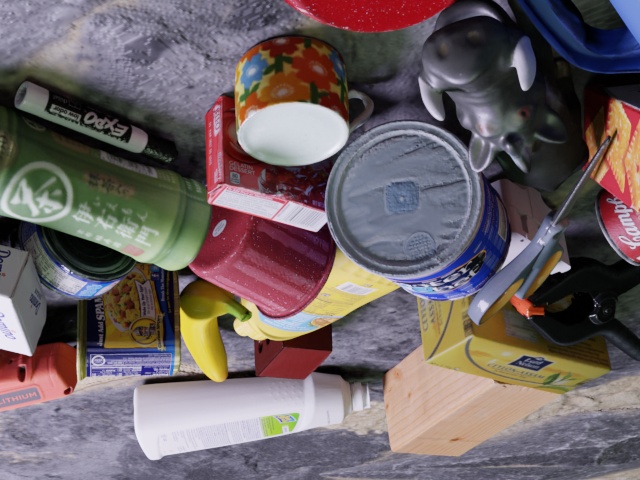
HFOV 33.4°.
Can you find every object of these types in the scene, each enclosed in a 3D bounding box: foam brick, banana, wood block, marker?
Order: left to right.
[{"bbox_3d":[-0.148,-0.077,0.723,0.120,0.020,0.020,21,143,-37],"label":"marker"},{"bbox_3d":[-0.103,0.078,0.968,0.037,0.070,0.198,-30,166,-19],"label":"banana"},{"bbox_3d":[-0.027,0.094,1.013,0.051,0.053,0.078,8,149,-21],"label":"foam brick"},{"bbox_3d":[0.152,0.145,1.089,0.090,0.090,0.206,8,149,-23],"label":"wood block"}]

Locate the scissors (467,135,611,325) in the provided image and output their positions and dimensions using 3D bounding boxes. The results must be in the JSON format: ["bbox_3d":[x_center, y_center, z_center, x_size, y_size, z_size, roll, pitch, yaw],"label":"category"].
[{"bbox_3d":[0.147,0.004,0.743,0.096,0.016,0.202,-37,159,-14],"label":"scissors"}]

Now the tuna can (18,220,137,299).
[{"bbox_3d":[-0.176,-0.002,0.788,0.086,0.086,0.034,18,143,-34],"label":"tuna can"}]

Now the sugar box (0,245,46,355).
[{"bbox_3d":[-0.288,0.027,0.756,0.176,0.048,0.093,11,149,1],"label":"sugar box"}]

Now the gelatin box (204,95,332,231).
[{"bbox_3d":[-0.034,-0.052,0.726,0.089,0.073,0.030,15,145,-29],"label":"gelatin box"}]

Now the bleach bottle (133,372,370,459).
[{"bbox_3d":[-0.071,0.186,1.166,0.251,0.068,0.102,-6,151,-1],"label":"bleach bottle"}]

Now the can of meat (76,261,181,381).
[{"bbox_3d":[-0.161,0.065,0.896,0.084,0.102,0.057,0,151,-11],"label":"can of meat"}]

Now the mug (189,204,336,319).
[{"bbox_3d":[-0.055,0.001,0.820,0.081,0.093,0.117,29,174,-38],"label":"mug"}]

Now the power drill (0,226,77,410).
[{"bbox_3d":[-0.273,0.066,0.900,0.184,0.057,0.187,-11,136,8],"label":"power drill"}]

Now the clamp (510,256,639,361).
[{"bbox_3d":[0.237,0.060,0.913,0.171,0.039,0.120,-8,110,-21],"label":"clamp"}]

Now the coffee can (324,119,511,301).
[{"bbox_3d":[0.072,-0.016,0.737,0.103,0.103,0.140,-13,167,15],"label":"coffee can"}]

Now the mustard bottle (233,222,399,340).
[{"bbox_3d":[-0.012,0.041,0.913,0.096,0.058,0.192,14,146,-38],"label":"mustard bottle"}]
